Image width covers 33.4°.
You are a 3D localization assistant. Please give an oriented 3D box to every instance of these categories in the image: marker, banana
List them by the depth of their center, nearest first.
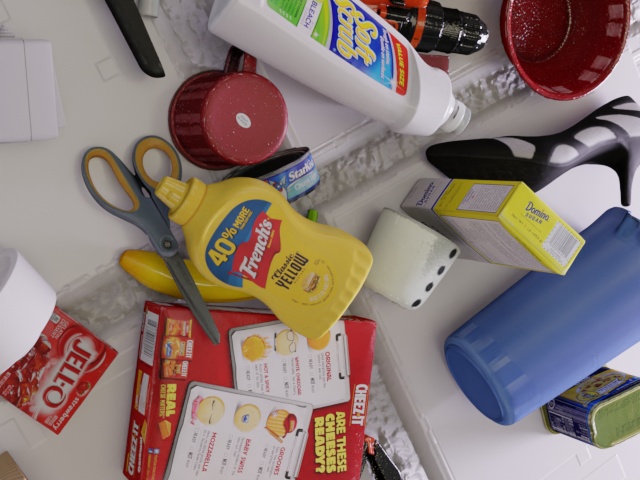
[{"bbox_3d":[-0.147,-0.257,0.938,0.020,0.020,0.121,4,93,-25],"label":"marker"},{"bbox_3d":[-0.085,0.024,0.985,0.197,0.037,0.069,-13,76,-25],"label":"banana"}]

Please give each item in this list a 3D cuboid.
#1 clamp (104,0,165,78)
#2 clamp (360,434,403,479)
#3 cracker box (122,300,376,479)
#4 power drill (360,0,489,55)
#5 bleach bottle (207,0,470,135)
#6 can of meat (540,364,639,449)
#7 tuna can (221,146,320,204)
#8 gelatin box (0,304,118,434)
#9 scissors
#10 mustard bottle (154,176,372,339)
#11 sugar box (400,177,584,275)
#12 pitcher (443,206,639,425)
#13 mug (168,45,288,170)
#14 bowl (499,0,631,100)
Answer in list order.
[{"bbox_3d":[-0.184,-0.245,0.901,0.209,0.036,0.164,22,89,-16],"label":"clamp"},{"bbox_3d":[0.056,0.279,1.068,0.120,0.039,0.171,5,92,-31],"label":"clamp"},{"bbox_3d":[-0.064,0.144,0.983,0.213,0.072,0.164,6,92,-25],"label":"cracker box"},{"bbox_3d":[0.092,-0.255,0.969,0.184,0.057,0.188,6,132,-17],"label":"power drill"},{"bbox_3d":[0.028,-0.169,0.946,0.250,0.068,0.102,27,59,-21],"label":"bleach bottle"},{"bbox_3d":[0.303,0.178,1.145,0.102,0.084,0.057,-20,103,-22],"label":"can of meat"},{"bbox_3d":[-0.044,-0.053,0.966,0.086,0.086,0.034,-27,106,-20],"label":"tuna can"},{"bbox_3d":[-0.231,0.111,0.927,0.073,0.030,0.089,41,78,-22],"label":"gelatin box"},{"bbox_3d":[-0.126,-0.012,0.935,0.202,0.016,0.096,47,63,2],"label":"scissors"},{"bbox_3d":[-0.056,0.001,0.911,0.191,0.058,0.096,32,101,-19],"label":"mustard bottle"},{"bbox_3d":[0.158,-0.017,1.011,0.093,0.176,0.048,40,80,-23],"label":"sugar box"},{"bbox_3d":[0.252,0.088,1.100,0.242,0.145,0.149,-33,95,-15],"label":"pitcher"},{"bbox_3d":[-0.077,-0.119,0.947,0.093,0.082,0.117,13,89,-25],"label":"mug"},{"bbox_3d":[0.238,-0.225,1.089,0.161,0.055,0.162,-6,104,-27],"label":"bowl"}]
